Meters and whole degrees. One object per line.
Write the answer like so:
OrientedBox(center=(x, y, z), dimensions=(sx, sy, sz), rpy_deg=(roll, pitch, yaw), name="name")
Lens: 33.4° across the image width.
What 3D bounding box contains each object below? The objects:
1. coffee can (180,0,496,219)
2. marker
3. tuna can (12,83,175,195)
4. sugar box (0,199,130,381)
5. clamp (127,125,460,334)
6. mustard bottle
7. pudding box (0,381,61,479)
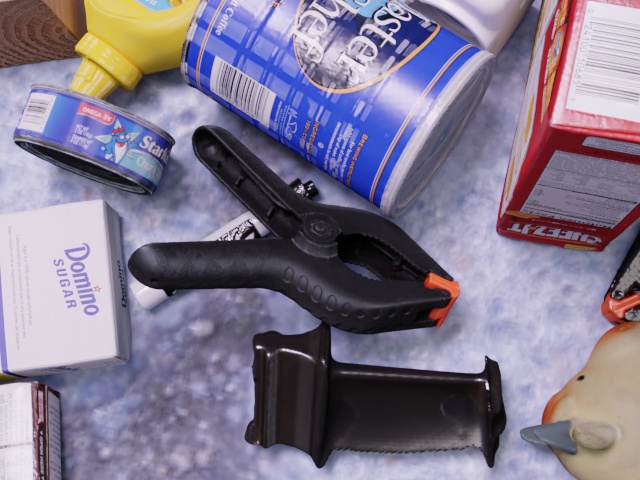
OrientedBox(center=(0.010, -0.092, 0.585), dimensions=(0.140, 0.103, 0.103), rpy_deg=(34, 84, 11), name="coffee can")
OrientedBox(center=(-0.054, 0.001, 0.615), dimensions=(0.121, 0.020, 0.020), rpy_deg=(-32, 77, -1), name="marker")
OrientedBox(center=(-0.128, -0.056, 0.601), dimensions=(0.086, 0.086, 0.034), rpy_deg=(19, 83, 9), name="tuna can")
OrientedBox(center=(-0.200, 0.036, 0.611), dimensions=(0.176, 0.048, 0.093), rpy_deg=(-7, 78, 1), name="sugar box")
OrientedBox(center=(-0.009, -0.003, 0.573), dimensions=(0.171, 0.039, 0.120), rpy_deg=(17, 50, -11), name="clamp")
OrientedBox(center=(-0.083, -0.159, 0.629), dimensions=(0.096, 0.058, 0.191), rpy_deg=(33, 84, 31), name="mustard bottle")
OrientedBox(center=(-0.201, 0.130, 0.588), dimensions=(0.113, 0.039, 0.090), rpy_deg=(-10, 67, 6), name="pudding box")
